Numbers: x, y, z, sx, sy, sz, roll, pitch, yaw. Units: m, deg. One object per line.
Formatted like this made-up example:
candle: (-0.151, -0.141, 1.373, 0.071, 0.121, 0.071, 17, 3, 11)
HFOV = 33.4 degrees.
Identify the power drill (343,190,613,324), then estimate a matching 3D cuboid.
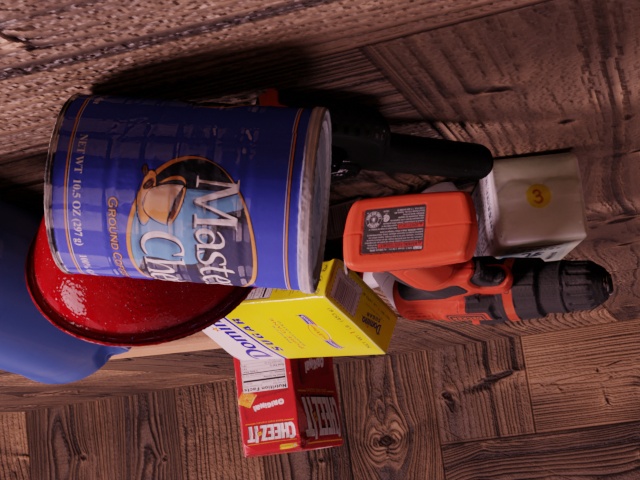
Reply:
power drill: (0.116, 0.020, 0.825, 0.185, 0.057, 0.187, -6, 157, 28)

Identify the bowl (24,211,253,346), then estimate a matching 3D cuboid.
bowl: (-0.116, -0.010, 0.688, 0.162, 0.162, 0.055, -7, 137, -3)

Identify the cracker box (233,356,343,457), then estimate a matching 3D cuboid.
cracker box: (-0.036, 0.122, 1.160, 0.072, 0.214, 0.164, -10, 169, 15)

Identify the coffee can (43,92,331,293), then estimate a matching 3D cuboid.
coffee can: (-0.068, -0.027, 0.593, 0.140, 0.103, 0.103, 4, 170, 5)

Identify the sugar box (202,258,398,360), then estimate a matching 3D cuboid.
sugar box: (-0.031, 0.064, 0.935, 0.177, 0.048, 0.093, -11, 137, 39)

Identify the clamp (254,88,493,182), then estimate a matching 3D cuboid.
clamp: (0.022, -0.061, 0.719, 0.165, 0.036, 0.209, -9, 167, 17)

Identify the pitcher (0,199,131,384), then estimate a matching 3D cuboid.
pitcher: (-0.254, 0.028, 0.806, 0.149, 0.145, 0.242, -21, 164, 7)
